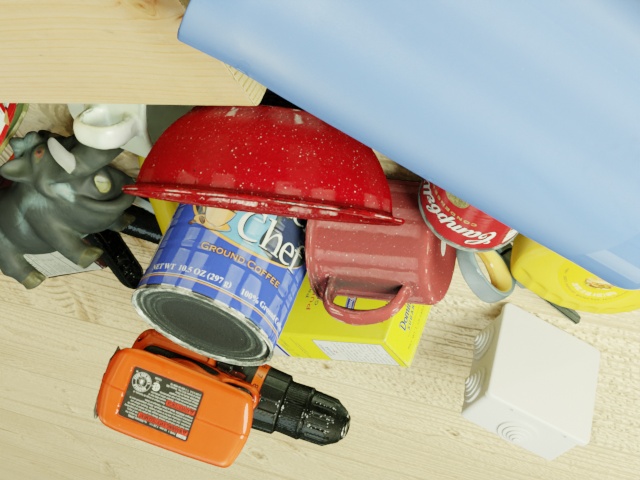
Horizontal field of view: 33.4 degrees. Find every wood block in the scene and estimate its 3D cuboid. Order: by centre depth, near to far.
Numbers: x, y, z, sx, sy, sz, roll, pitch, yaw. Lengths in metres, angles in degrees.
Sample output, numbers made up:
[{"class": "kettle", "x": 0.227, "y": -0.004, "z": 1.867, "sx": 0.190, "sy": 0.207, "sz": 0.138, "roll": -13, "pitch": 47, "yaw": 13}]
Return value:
[{"class": "wood block", "x": -0.124, "y": -0.137, "z": 0.594, "sx": 0.206, "sy": 0.090, "sz": 0.090, "roll": 5, "pitch": 149, "yaw": 32}]

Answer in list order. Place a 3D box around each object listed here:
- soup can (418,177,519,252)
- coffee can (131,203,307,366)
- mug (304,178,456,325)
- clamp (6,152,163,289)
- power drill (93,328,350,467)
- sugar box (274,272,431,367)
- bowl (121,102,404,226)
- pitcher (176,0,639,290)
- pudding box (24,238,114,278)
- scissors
[{"class": "soup can", "x": 0.100, "y": -0.045, "z": 0.612, "sx": 0.068, "sy": 0.068, "sz": 0.102, "roll": 22, "pitch": 153, "yaw": 2}, {"class": "coffee can", "x": -0.055, "y": 0.001, "z": 0.738, "sx": 0.103, "sy": 0.140, "sz": 0.103, "roll": 18, "pitch": 153, "yaw": 9}, {"class": "mug", "x": 0.041, "y": 0.008, "z": 0.710, "sx": 0.082, "sy": 0.117, "sz": 0.093, "roll": 6, "pitch": 137, "yaw": 22}, {"class": "clamp", "x": -0.186, "y": -0.025, "z": 0.911, "sx": 0.120, "sy": 0.039, "sz": 0.171, "roll": -24, "pitch": 126, "yaw": 38}, {"class": "power drill", "x": -0.072, "y": 0.117, "z": 0.779, "sx": 0.184, "sy": 0.057, "sz": 0.187, "roll": 17, "pitch": 179, "yaw": 7}, {"class": "sugar box", "x": 0.002, "y": 0.043, "z": 0.827, "sx": 0.177, "sy": 0.093, "sz": 0.048, "roll": 1, "pitch": 146, "yaw": 37}, {"class": "bowl", "x": -0.029, "y": -0.044, "z": 0.609, "sx": 0.162, "sy": 0.055, "sz": 0.162, "roll": 7, "pitch": 180, "yaw": 0}, {"class": "pitcher", "x": 0.069, "y": -0.084, "z": 0.479, "sx": 0.242, "sy": 0.149, "sz": 0.145, "roll": 32, "pitch": 135, "yaw": -7}, {"class": "pudding box", "x": -0.254, "y": -0.006, "z": 1.000, "sx": 0.114, "sy": 0.039, "sz": 0.090, "roll": -7, "pitch": 142, "yaw": 48}, {"class": "scissors", "x": 0.134, "y": 0.032, "z": 0.715, "sx": 0.016, "sy": 0.096, "sz": 0.201, "roll": -26, "pitch": 127, "yaw": 26}]
